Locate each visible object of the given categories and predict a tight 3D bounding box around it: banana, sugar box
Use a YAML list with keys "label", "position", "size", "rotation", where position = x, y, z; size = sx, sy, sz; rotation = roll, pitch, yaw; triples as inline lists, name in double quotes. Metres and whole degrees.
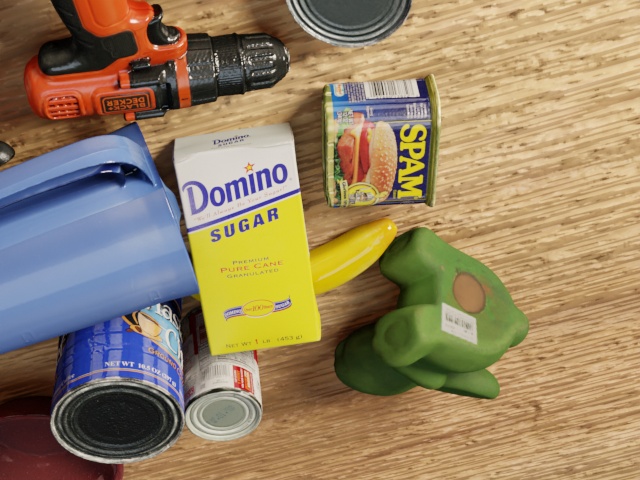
- label: "banana"
  position: [-0.032, 0.024, 0.895]
  size: [0.198, 0.037, 0.069]
  rotation: [-8, 134, -1]
- label: "sugar box"
  position: [-0.056, 0.001, 0.837]
  size: [0.093, 0.048, 0.176]
  rotation: [-9, 119, 0]

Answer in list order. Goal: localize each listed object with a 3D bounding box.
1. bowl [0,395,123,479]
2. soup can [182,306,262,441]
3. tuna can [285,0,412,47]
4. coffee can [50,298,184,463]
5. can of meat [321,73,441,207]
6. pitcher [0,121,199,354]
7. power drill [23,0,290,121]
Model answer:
- label: "bowl"
  position: [-0.266, 0.196, 1.003]
  size: [0.162, 0.055, 0.162]
  rotation: [-4, 132, -5]
- label: "soup can"
  position: [-0.087, 0.113, 0.923]
  size: [0.068, 0.102, 0.068]
  rotation: [-4, 132, -5]
- label: "tuna can"
  position: [0.020, -0.174, 0.715]
  size: [0.086, 0.033, 0.086]
  rotation: [5, 135, 5]
- label: "coffee can"
  position: [-0.163, 0.094, 0.869]
  size: [0.102, 0.140, 0.103]
  rotation: [-4, 132, -5]
- label: "can of meat"
  position: [0.044, -0.073, 0.807]
  size: [0.084, 0.057, 0.102]
  rotation: [-3, 131, -2]
- label: "pitcher"
  position: [-0.217, 0.010, 0.751]
  size: [0.242, 0.145, 0.149]
  rotation: [-21, 112, -9]
- label: "power drill"
  position: [-0.109, -0.152, 0.687]
  size: [0.184, 0.057, 0.188]
  rotation: [-10, 147, -9]
